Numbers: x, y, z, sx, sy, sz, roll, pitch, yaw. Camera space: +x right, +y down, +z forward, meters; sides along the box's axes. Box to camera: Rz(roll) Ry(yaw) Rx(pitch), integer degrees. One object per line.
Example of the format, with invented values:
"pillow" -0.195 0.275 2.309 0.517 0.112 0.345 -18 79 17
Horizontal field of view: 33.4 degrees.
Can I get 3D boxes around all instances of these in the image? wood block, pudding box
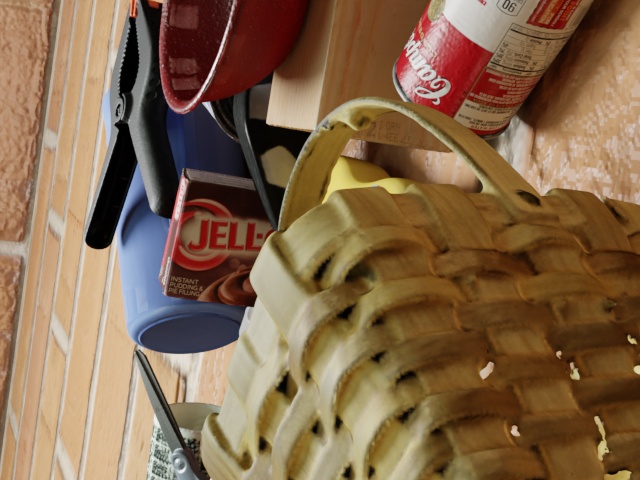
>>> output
"wood block" 0.038 -0.162 0.633 0.091 0.090 0.206 -159 78 -68
"pudding box" -0.055 0.001 0.786 0.039 0.113 0.090 -123 45 -63

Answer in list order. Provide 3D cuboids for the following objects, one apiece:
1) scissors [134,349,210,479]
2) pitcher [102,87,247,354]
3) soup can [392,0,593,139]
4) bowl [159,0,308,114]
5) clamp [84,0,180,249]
"scissors" -0.091 0.180 0.840 0.096 0.016 0.202 -10 93 33
"pitcher" -0.126 -0.031 0.954 0.145 0.149 0.243 -26 59 32
"soup can" 0.087 -0.108 0.522 0.102 0.068 0.068 120 149 -43
"bowl" -0.048 -0.151 0.639 0.162 0.055 0.162 -173 90 -66
"clamp" -0.154 -0.096 0.878 0.165 0.036 0.210 -26 60 53
